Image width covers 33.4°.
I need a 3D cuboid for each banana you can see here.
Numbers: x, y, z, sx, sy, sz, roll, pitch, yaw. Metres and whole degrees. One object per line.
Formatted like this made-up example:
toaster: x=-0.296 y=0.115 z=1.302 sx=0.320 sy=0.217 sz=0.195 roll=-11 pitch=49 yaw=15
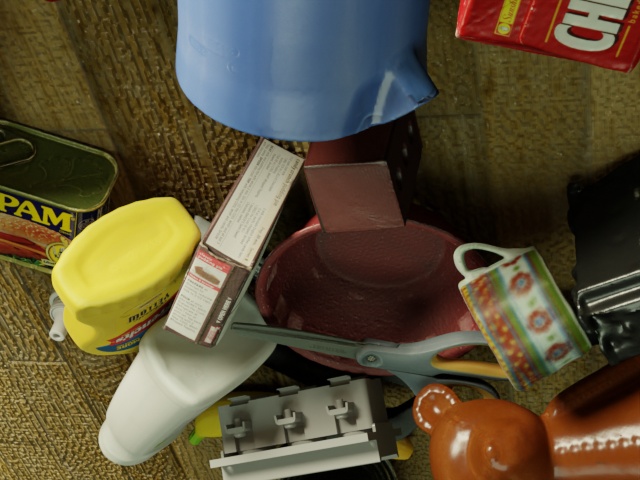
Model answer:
banana: x=-0.023 y=0.153 z=0.890 sx=0.198 sy=0.037 sz=0.069 roll=3 pitch=153 yaw=13

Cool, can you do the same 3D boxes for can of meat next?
can of meat: x=-0.195 y=-0.026 z=0.737 sx=0.102 sy=0.057 sz=0.084 roll=17 pitch=139 yaw=-2

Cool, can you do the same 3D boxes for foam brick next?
foam brick: x=0.027 y=-0.050 z=0.639 sx=0.051 sy=0.078 sz=0.053 roll=-2 pitch=134 yaw=18

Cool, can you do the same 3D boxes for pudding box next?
pudding box: x=-0.055 y=0.001 z=0.686 sx=0.039 sy=0.113 sz=0.090 roll=25 pitch=135 yaw=-3

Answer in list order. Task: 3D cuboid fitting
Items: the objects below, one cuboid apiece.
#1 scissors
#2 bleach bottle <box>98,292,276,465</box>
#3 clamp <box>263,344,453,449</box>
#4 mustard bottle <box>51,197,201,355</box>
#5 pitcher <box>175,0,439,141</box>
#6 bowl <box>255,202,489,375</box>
scissors: x=0.043 y=0.090 z=0.735 sx=0.202 sy=0.016 sz=0.096 roll=0 pitch=133 yaw=6
bleach bottle: x=-0.124 y=0.125 z=0.829 sx=0.068 sy=0.102 sz=0.251 roll=51 pitch=142 yaw=7
clamp: x=0.013 y=0.113 z=0.825 sx=0.171 sy=0.039 sz=0.120 roll=-16 pitch=106 yaw=13
mustard bottle: x=-0.135 y=0.038 z=0.751 sx=0.058 sy=0.096 sz=0.192 roll=52 pitch=160 yaw=10
pitcher: x=-0.014 y=-0.181 z=0.493 sx=0.149 sy=0.145 sz=0.243 roll=0 pitch=132 yaw=-3
bowl: x=0.039 y=0.022 z=0.718 sx=0.162 sy=0.055 sz=0.162 roll=4 pitch=137 yaw=3
